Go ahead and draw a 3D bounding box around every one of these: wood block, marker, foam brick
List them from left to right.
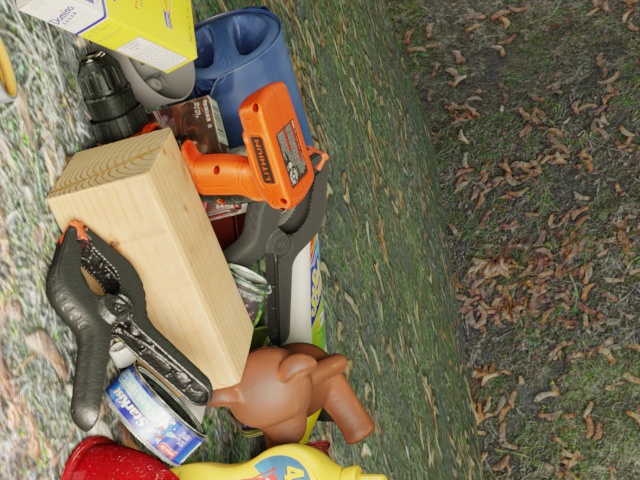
[{"bbox_3d":[-0.146,0.139,0.898,0.020,0.020,0.121,-76,150,-63],"label":"marker"},{"bbox_3d":[-0.137,0.024,0.899,0.090,0.091,0.206,-80,153,-60],"label":"wood block"},{"bbox_3d":[-0.107,-0.016,1.153,0.053,0.051,0.078,48,31,-66],"label":"foam brick"}]

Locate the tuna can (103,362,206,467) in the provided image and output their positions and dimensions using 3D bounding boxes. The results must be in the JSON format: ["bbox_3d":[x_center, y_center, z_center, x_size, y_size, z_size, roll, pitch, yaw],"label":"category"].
[{"bbox_3d":[-0.130,0.137,0.844,0.086,0.033,0.086,45,-4,4],"label":"tuna can"}]

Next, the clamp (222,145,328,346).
[{"bbox_3d":[-0.057,0.001,1.059,0.164,0.036,0.210,15,101,-47],"label":"clamp"}]

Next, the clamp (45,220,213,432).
[{"bbox_3d":[-0.149,0.063,0.805,0.120,0.039,0.171,10,51,-46],"label":"clamp"}]

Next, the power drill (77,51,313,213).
[{"bbox_3d":[-0.110,-0.086,0.922,0.057,0.188,0.184,-53,131,-49],"label":"power drill"}]

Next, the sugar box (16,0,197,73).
[{"bbox_3d":[-0.184,-0.218,0.929,0.176,0.048,0.093,17,58,-54],"label":"sugar box"}]

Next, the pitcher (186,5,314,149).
[{"bbox_3d":[-0.073,-0.146,1.259,0.145,0.149,0.243,48,-17,47],"label":"pitcher"}]

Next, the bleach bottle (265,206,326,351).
[{"bbox_3d":[-0.031,0.038,1.240,0.102,0.068,0.251,-52,142,-69],"label":"bleach bottle"}]

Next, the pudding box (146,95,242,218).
[{"bbox_3d":[-0.131,-0.072,1.023,0.039,0.090,0.113,17,59,-77],"label":"pudding box"}]

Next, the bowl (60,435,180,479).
[{"bbox_3d":[-0.133,0.221,0.794,0.162,0.055,0.162,-13,90,-77],"label":"bowl"}]

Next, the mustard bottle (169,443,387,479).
[{"bbox_3d":[-0.036,0.222,0.895,0.058,0.192,0.096,32,46,-71],"label":"mustard bottle"}]
